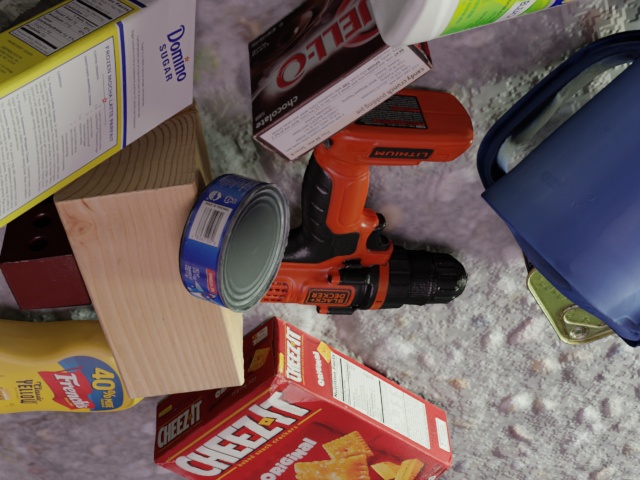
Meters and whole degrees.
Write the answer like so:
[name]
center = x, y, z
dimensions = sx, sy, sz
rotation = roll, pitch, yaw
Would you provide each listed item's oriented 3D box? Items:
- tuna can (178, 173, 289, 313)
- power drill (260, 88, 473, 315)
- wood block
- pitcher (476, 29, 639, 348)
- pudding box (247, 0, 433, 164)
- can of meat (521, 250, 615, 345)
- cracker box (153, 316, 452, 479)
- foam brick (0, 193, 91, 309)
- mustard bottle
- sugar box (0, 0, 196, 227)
[tuna can]
center = -0.054, 0.001, 0.684
dimensions = 0.034, 0.086, 0.086
rotation = 17, 141, 23
[power drill]
center = 0.042, -0.020, 0.760
dimensions = 0.184, 0.057, 0.188
rotation = 1, 135, -19
[wood block]
center = -0.114, 0.012, 0.757
dimensions = 0.091, 0.090, 0.206
rotation = -7, 135, 2
[pitcher]
center = 0.220, -0.067, 0.652
dimensions = 0.149, 0.145, 0.243
rotation = 44, 96, -7
[pudding box]
center = 0.009, -0.111, 0.642
dimensions = 0.114, 0.090, 0.039
rotation = -34, 130, 27
[can of meat]
center = 0.183, 0.014, 0.788
dimensions = 0.057, 0.084, 0.102
rotation = -24, 132, 18
[cracker box]
center = -0.014, 0.176, 0.945
dimensions = 0.213, 0.072, 0.164
rotation = 32, 124, -31
[foam brick]
center = -0.188, 0.002, 0.750
dimensions = 0.053, 0.078, 0.051
rotation = -6, 137, 1
[mustard bottle]
center = -0.200, 0.103, 0.865
dimensions = 0.191, 0.058, 0.096
rotation = 1, 137, -6
[sugar box]
center = -0.145, -0.084, 0.609
dimensions = 0.048, 0.176, 0.093
rotation = 30, 137, 20
